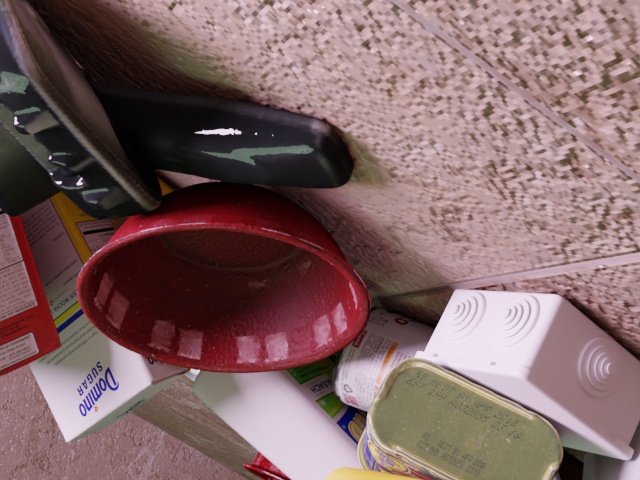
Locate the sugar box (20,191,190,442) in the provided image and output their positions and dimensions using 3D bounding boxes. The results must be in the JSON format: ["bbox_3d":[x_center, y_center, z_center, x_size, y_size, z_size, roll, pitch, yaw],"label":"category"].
[{"bbox_3d":[-0.162,0.031,0.689,0.093,0.048,0.176,-35,80,32],"label":"sugar box"}]

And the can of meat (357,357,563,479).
[{"bbox_3d":[0.072,0.110,0.564,0.102,0.057,0.084,25,160,11],"label":"can of meat"}]

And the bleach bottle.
[{"bbox_3d":[0.034,0.153,0.704,0.251,0.068,0.102,40,-163,18],"label":"bleach bottle"}]

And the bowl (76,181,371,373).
[{"bbox_3d":[-0.052,0.015,0.600,0.162,0.055,0.162,1,147,0],"label":"bowl"}]

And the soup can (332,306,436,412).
[{"bbox_3d":[0.067,0.089,0.664,0.102,0.068,0.068,20,162,28],"label":"soup can"}]
